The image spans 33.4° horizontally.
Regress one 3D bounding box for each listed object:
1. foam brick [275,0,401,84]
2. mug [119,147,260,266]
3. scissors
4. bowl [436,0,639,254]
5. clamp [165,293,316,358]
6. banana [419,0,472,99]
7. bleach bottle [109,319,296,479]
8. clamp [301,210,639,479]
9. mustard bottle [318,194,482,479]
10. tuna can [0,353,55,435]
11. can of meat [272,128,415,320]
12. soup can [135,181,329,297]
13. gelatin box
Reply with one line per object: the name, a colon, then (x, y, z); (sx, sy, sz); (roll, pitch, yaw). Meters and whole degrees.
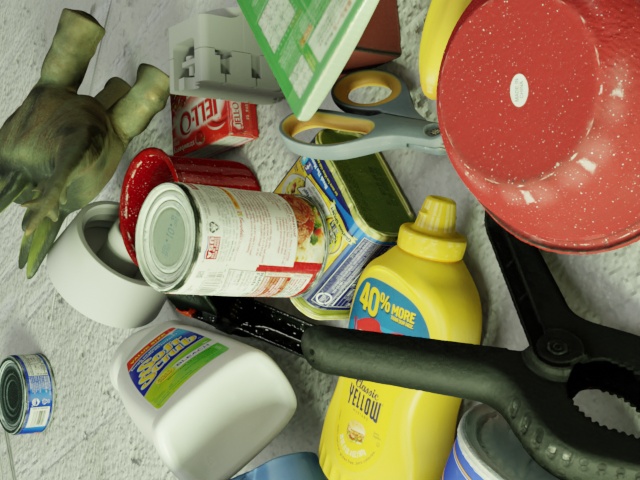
foam brick: (0.009, -0.140, 0.720); (0.078, 0.051, 0.053); (-13, 80, 51)
mug: (-0.105, -0.029, 0.836); (0.117, 0.081, 0.093); (41, 120, 44)
scissors: (0.071, -0.075, 0.656); (0.202, 0.096, 0.016); (4, 134, 26)
bowl: (0.110, -0.072, 0.516); (0.162, 0.055, 0.162); (4, 95, 46)
clamp: (-0.058, 0.053, 0.783); (0.039, 0.120, 0.172); (-56, 15, -11)
banana: (0.100, -0.160, 0.593); (0.037, 0.069, 0.198); (38, 117, 20)
bleach bottle: (-0.113, 0.111, 0.813); (0.068, 0.102, 0.251); (57, 160, -18)
clamp: (0.105, 0.067, 0.533); (0.210, 0.164, 0.036); (41, 146, 34)
mustard bottle: (0.053, 0.066, 0.652); (0.096, 0.058, 0.192); (30, 112, 54)
tuna can: (-0.315, 0.163, 1.134); (0.086, 0.033, 0.086); (-2, 87, 52)
can of meat: (0.010, -0.013, 0.711); (0.084, 0.057, 0.102); (-51, 51, 36)
soup can: (-0.054, 0.001, 0.662); (0.069, 0.102, 0.068); (-6, 83, 49)
gelatin box: (-0.088, -0.108, 0.858); (0.089, 0.030, 0.073); (-15, 77, 51)
